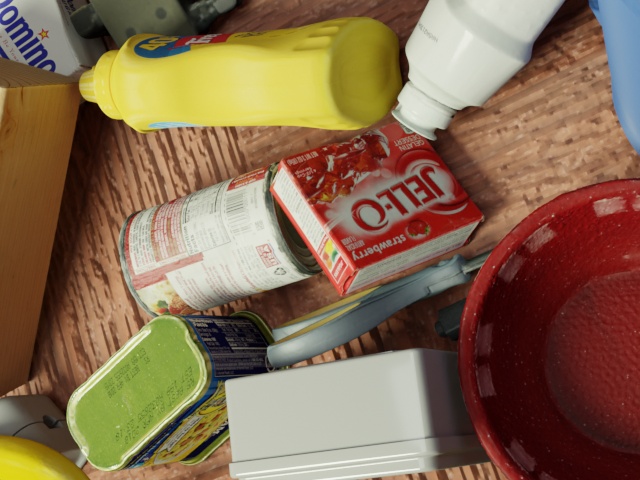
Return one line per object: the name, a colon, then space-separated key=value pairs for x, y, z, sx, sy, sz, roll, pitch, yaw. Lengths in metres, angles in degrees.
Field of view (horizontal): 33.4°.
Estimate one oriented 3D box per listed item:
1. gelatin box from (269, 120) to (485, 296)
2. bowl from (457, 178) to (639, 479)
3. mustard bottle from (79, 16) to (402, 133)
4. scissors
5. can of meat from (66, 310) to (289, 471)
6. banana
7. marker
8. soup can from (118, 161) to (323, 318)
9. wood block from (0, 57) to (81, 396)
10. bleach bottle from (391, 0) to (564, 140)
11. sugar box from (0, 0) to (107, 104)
gelatin box: x=0.030 y=-0.020 z=0.557 sx=0.073 sy=0.089 sz=0.030 roll=57 pitch=148 yaw=22
bowl: x=0.148 y=0.055 z=0.495 sx=0.162 sy=0.055 sz=0.162 roll=-3 pitch=81 yaw=15
mustard bottle: x=-0.057 y=-0.091 z=0.602 sx=0.192 sy=0.096 sz=0.058 roll=2 pitch=107 yaw=29
scissors: x=0.054 y=0.024 z=0.541 sx=0.202 sy=0.096 sz=0.016 roll=-23 pitch=93 yaw=27
can of meat: x=-0.081 y=0.085 z=0.605 sx=0.102 sy=0.083 sz=0.057 roll=-43 pitch=68 yaw=18
banana: x=-0.199 y=0.148 z=0.624 sx=0.198 sy=0.037 sz=0.069 roll=-1 pitch=84 yaw=28
marker: x=0.111 y=0.019 z=0.548 sx=0.121 sy=0.020 sz=0.020 roll=-31 pitch=72 yaw=22
soup can: x=-0.054 y=0.001 z=0.608 sx=0.102 sy=0.068 sz=0.068 roll=-18 pitch=77 yaw=25
wood block: x=-0.223 y=-0.007 z=0.656 sx=0.090 sy=0.090 sz=0.206 roll=18 pitch=105 yaw=15
bleach bottle: x=0.111 y=-0.165 z=0.533 sx=0.068 sy=0.102 sz=0.251 roll=26 pitch=109 yaw=-16
sugar box: x=-0.228 y=-0.105 z=0.722 sx=0.176 sy=0.048 sz=0.093 roll=-32 pitch=72 yaw=23
